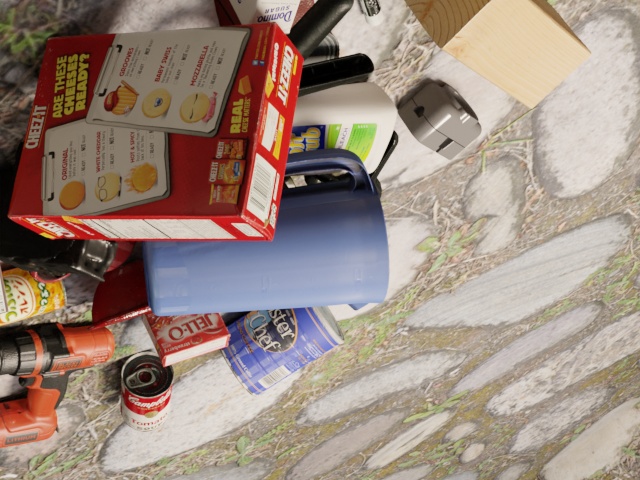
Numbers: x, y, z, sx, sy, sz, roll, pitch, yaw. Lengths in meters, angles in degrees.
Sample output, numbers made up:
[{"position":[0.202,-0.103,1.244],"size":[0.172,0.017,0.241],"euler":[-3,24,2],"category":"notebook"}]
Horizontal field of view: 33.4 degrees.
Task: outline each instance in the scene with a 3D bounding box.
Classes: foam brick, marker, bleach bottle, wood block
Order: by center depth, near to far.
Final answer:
[{"position":[-0.048,-0.204,0.957],"size":[0.078,0.051,0.053],"euler":[-25,150,-10],"category":"foam brick"},{"position":[0.039,-0.245,1.005],"size":[0.020,0.020,0.121],"euler":[-30,151,0],"category":"marker"},{"position":[-0.044,-0.103,1.090],"size":[0.250,0.068,0.103],"euler":[-12,141,-34],"category":"bleach bottle"},{"position":[0.183,-0.223,1.098],"size":[0.091,0.090,0.205],"euler":[-42,148,21],"category":"wood block"}]

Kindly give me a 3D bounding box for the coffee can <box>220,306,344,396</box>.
[{"position":[-0.053,0.128,1.420],"size":[0.140,0.103,0.102],"euler":[-33,151,5],"category":"coffee can"}]

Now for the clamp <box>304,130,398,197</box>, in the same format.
[{"position":[0.029,-0.059,1.266],"size":[0.120,0.039,0.171],"euler":[-18,149,-17],"category":"clamp"}]

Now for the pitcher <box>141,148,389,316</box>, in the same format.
[{"position":[-0.057,0.001,1.078],"size":[0.242,0.149,0.145],"euler":[-6,169,-10],"category":"pitcher"}]

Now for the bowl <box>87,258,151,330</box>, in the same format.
[{"position":[-0.189,0.049,1.186],"size":[0.162,0.055,0.162],"euler":[-19,178,-1],"category":"bowl"}]

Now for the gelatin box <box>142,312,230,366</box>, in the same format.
[{"position":[-0.166,0.107,1.315],"size":[0.089,0.073,0.030],"euler":[-17,149,-23],"category":"gelatin box"}]

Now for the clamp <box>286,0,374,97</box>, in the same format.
[{"position":[-0.042,-0.141,0.976],"size":[0.210,0.036,0.164],"euler":[-32,162,8],"category":"clamp"}]

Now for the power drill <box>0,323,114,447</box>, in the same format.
[{"position":[-0.353,0.173,1.266],"size":[0.184,0.057,0.188],"euler":[-2,141,-40],"category":"power drill"}]

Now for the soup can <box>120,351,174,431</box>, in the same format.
[{"position":[-0.230,0.201,1.412],"size":[0.068,0.068,0.102],"euler":[-17,149,-22],"category":"soup can"}]

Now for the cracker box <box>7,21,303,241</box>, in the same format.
[{"position":[-0.131,-0.084,0.862],"size":[0.214,0.164,0.072],"euler":[0,161,23],"category":"cracker box"}]
